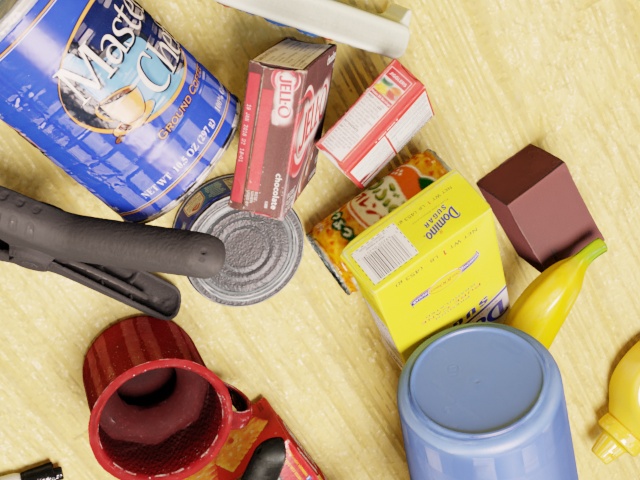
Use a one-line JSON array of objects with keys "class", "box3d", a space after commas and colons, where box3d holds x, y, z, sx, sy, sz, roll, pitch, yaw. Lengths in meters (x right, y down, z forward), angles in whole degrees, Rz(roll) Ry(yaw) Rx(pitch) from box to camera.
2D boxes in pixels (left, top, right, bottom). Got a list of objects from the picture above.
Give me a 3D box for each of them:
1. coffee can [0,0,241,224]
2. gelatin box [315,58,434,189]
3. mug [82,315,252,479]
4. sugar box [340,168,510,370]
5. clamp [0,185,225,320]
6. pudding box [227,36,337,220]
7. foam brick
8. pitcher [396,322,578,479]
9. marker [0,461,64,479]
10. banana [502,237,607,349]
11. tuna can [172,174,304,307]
[{"class": "coffee can", "box3d": [-0.129, -0.090, 0.610, 0.103, 0.103, 0.140, -46, 120, 3]}, {"class": "gelatin box", "box3d": [0.037, -0.073, 0.692, 0.030, 0.089, 0.073, 44, 94, 10]}, {"class": "mug", "box3d": [-0.102, 0.103, 0.715, 0.117, 0.082, 0.093, 8, 109, -23]}, {"class": "sugar box", "box3d": [0.078, 0.033, 0.729, 0.093, 0.048, 0.176, -35, 148, -4]}, {"class": "clamp", "box3d": [-0.160, -0.003, 0.627, 0.209, 0.165, 0.036, 20, 71, -18]}, {"class": "pudding box", "box3d": [-0.022, -0.072, 0.653, 0.039, 0.113, 0.090, 13, 110, 4]}, {"class": "foam brick", "box3d": [0.160, -0.021, 0.777, 0.053, 0.051, 0.078, -36, 119, -2]}, {"class": "pitcher", "box3d": [0.117, 0.180, 0.763, 0.145, 0.149, 0.243, -6, 134, 11]}, {"class": "marker", "box3d": [-0.237, 0.175, 0.731, 0.121, 0.020, 0.020, -13, 116, -15]}, {"class": "banana", "box3d": [0.159, 0.083, 0.794, 0.069, 0.037, 0.198, -9, 137, -23]}, {"class": "tuna can", "box3d": [-0.055, 0.001, 0.716, 0.086, 0.034, 0.086, -8, 114, -18]}]
